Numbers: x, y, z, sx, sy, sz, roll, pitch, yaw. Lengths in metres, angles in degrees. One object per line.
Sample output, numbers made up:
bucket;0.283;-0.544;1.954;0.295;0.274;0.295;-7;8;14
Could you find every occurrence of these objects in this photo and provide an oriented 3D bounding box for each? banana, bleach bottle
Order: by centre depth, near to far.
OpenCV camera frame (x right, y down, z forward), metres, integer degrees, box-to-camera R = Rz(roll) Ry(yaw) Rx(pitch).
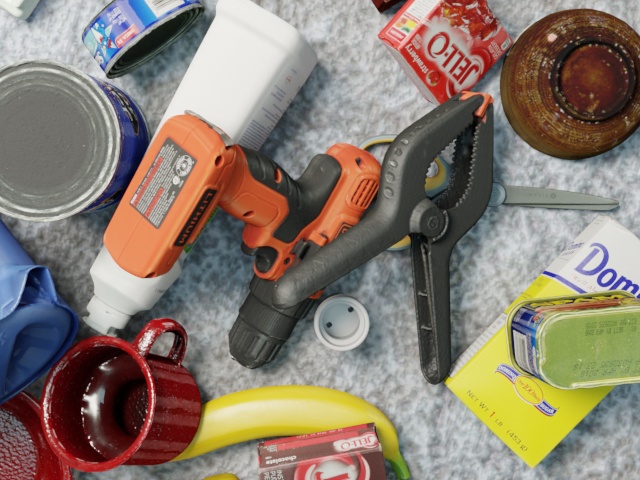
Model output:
bleach bottle;-0.096;-0.044;0.754;0.068;0.102;0.251;32;93;11
banana;-0.026;0.142;0.802;0.197;0.037;0.069;6;94;-2

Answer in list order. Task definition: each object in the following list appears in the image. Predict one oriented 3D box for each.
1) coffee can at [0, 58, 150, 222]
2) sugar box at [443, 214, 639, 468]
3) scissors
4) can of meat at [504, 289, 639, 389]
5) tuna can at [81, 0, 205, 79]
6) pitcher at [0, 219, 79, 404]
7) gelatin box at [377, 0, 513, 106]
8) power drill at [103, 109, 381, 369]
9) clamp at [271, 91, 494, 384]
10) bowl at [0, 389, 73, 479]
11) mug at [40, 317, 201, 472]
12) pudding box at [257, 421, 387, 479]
coffee can;-0.177;-0.067;0.732;0.103;0.140;0.103;0;94;-1
sugar box;0.184;0.074;0.797;0.093;0.048;0.176;44;93;-3
scissors;0.115;-0.019;0.804;0.201;0.016;0.096;20;95;-2
can of meat;0.186;0.068;0.732;0.102;0.084;0.057;-6;92;-2
tuna can;-0.126;-0.153;0.755;0.086;0.086;0.034;-36;92;1
pitcher;-0.287;0.007;0.720;0.149;0.145;0.243;-34;73;-16
gelatin box;0.091;-0.143;0.762;0.073;0.089;0.030;-47;49;1
power drill;-0.055;0.001;0.730;0.057;0.187;0.184;35;101;36
clamp;0.074;-0.006;0.762;0.164;0.036;0.210;37;80;-33
bowl;-0.259;0.169;0.790;0.162;0.055;0.162;0;94;-1
mug;-0.132;0.109;0.764;0.093;0.081;0.117;27;89;26
pudding box;0.006;0.194;0.788;0.090;0.039;0.113;-10;119;0
